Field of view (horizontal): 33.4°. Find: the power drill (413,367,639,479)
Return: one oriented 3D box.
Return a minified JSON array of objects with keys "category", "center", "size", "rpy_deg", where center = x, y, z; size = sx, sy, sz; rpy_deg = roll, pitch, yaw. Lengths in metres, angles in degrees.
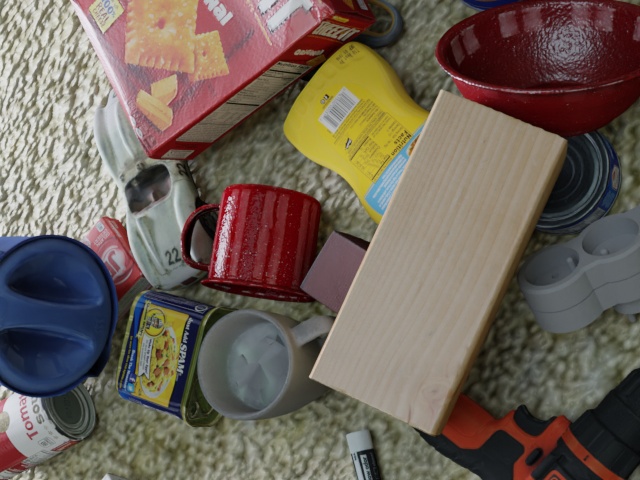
[{"category":"power drill","center":[0.135,0.117,0.761],"size":[0.188,0.057,0.184],"rpy_deg":[44,100,27]}]

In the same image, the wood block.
[{"category":"wood block","center":[0.082,0.018,0.719],"size":[0.091,0.090,0.206],"rpy_deg":[24,87,13]}]

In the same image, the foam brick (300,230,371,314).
[{"category":"foam brick","center":[0.033,0.031,0.816],"size":[0.051,0.078,0.053],"rpy_deg":[34,99,29]}]

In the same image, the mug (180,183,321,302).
[{"category":"mug","center":[-0.056,0.001,0.860],"size":[0.117,0.093,0.081],"rpy_deg":[6,81,13]}]

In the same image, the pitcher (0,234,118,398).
[{"category":"pitcher","center":[-0.306,0.050,0.939],"size":[0.243,0.144,0.149],"rpy_deg":[3,101,44]}]

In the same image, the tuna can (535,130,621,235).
[{"category":"tuna can","center":[0.172,-0.048,0.776],"size":[0.086,0.033,0.086],"rpy_deg":[-4,81,28]}]

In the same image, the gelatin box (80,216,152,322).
[{"category":"gelatin box","center":[-0.198,0.035,0.968],"size":[0.089,0.030,0.073],"rpy_deg":[-46,65,16]}]

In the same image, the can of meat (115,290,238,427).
[{"category":"can of meat","center":[-0.121,0.098,0.903],"size":[0.084,0.057,0.102],"rpy_deg":[12,89,31]}]

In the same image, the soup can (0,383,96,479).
[{"category":"soup can","center":[-0.262,0.168,0.964],"size":[0.102,0.068,0.068],"rpy_deg":[-29,70,21]}]

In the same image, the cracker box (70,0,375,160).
[{"category":"cracker box","center":[-0.086,-0.187,0.858],"size":[0.214,0.072,0.164],"rpy_deg":[-33,78,30]}]

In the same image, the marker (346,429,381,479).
[{"category":"marker","center":[0.043,0.206,0.820],"size":[0.020,0.020,0.121],"rpy_deg":[-21,74,24]}]

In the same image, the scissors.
[{"category":"scissors","center":[-0.022,-0.166,0.909],"size":[0.202,0.016,0.096],"rpy_deg":[4,89,33]}]

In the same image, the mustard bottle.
[{"category":"mustard bottle","center":[0.065,-0.059,0.815],"size":[0.192,0.058,0.096],"rpy_deg":[45,106,19]}]

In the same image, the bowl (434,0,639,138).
[{"category":"bowl","center":[0.163,-0.116,0.749],"size":[0.162,0.161,0.055],"rpy_deg":[11,128,29]}]
